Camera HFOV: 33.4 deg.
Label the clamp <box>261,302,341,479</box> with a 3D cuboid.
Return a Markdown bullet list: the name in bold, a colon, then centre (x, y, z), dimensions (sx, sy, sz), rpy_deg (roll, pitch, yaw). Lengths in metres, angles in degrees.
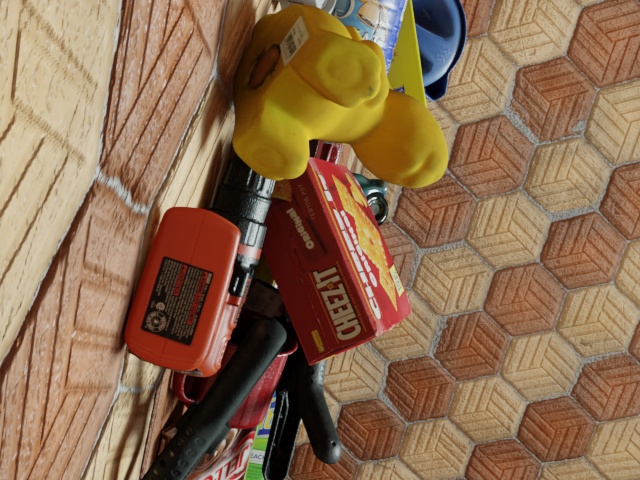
- **clamp**: centre (-0.015, 0.133, 0.966), dimensions (0.120, 0.039, 0.171), rpy_deg (-18, -114, 53)

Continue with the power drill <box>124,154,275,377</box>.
- **power drill**: centre (-0.078, 0.017, 0.769), dimensions (0.187, 0.057, 0.184), rpy_deg (7, 99, -86)

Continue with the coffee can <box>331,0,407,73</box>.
- **coffee can**: centre (0.024, -0.204, 0.985), dimensions (0.102, 0.103, 0.140), rpy_deg (-49, 154, -80)

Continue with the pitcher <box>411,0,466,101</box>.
- **pitcher**: centre (0.073, -0.245, 1.247), dimensions (0.243, 0.145, 0.149), rpy_deg (-140, -117, -81)

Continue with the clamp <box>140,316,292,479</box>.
- **clamp**: centre (-0.086, 0.139, 0.829), dimensions (0.210, 0.036, 0.164), rpy_deg (-54, 176, 4)

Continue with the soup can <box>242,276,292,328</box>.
- **soup can**: centre (-0.062, 0.095, 1.045), dimensions (0.102, 0.068, 0.068), rpy_deg (-59, 174, -4)

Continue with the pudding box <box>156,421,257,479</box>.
- **pudding box**: centre (-0.106, 0.199, 0.979), dimensions (0.113, 0.039, 0.090), rpy_deg (-19, 128, -54)

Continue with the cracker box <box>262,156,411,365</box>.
- **cracker box**: centre (0.011, 0.012, 0.955), dimensions (0.164, 0.072, 0.213), rpy_deg (67, 11, 4)

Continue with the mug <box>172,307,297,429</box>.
- **mug**: centre (-0.084, 0.115, 0.945), dimensions (0.117, 0.093, 0.081), rpy_deg (-4, 118, -53)
